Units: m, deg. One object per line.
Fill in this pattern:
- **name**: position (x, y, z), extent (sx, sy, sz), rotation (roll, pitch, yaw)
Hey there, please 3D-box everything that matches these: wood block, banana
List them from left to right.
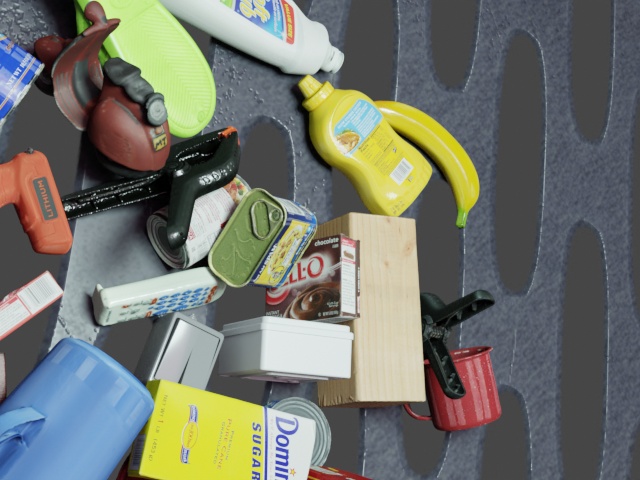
- **wood block**: position (0.051, 0.081, 1.198), extent (0.090, 0.091, 0.206), rotation (5, 76, -31)
- **banana**: position (0.141, -0.111, 1.332), extent (0.197, 0.037, 0.069), rotation (50, 58, -12)

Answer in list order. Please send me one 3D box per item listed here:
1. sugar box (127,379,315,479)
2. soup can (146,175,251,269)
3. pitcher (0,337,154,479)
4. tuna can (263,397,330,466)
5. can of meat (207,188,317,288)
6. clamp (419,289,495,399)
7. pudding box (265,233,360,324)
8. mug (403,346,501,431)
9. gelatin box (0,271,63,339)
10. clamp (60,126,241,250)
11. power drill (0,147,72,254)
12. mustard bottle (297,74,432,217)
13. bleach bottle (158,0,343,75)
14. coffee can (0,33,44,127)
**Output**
- **sugar box**: position (-0.093, 0.201, 1.039), extent (0.176, 0.048, 0.093), rotation (18, 73, -24)
- **soup can**: position (-0.124, -0.021, 1.130), extent (0.102, 0.069, 0.068), rotation (-34, 96, -32)
- **pitcher**: position (-0.259, 0.202, 0.924), extent (0.145, 0.149, 0.242), rotation (44, 68, -19)
- **tuna can**: position (-0.034, 0.213, 1.148), extent (0.086, 0.034, 0.086), rotation (8, 74, -30)
- **can of meat**: position (-0.057, 0.001, 1.121), extent (0.102, 0.057, 0.083), rotation (-58, 155, 10)
- **clamp**: position (0.127, 0.112, 1.196), extent (0.039, 0.172, 0.120), rotation (24, 78, -24)
- **pudding box**: position (-0.009, 0.047, 1.156), extent (0.039, 0.114, 0.090), rotation (16, 69, -49)
- **mug**: position (0.152, 0.176, 1.246), extent (0.117, 0.093, 0.081), rotation (-13, 89, -3)
- **gelatin box**: position (-0.293, 0.069, 1.001), extent (0.089, 0.073, 0.030), rotation (-39, 98, -31)
- **clamp**: position (-0.143, -0.057, 1.091), extent (0.209, 0.165, 0.036), rotation (-36, 132, -37)
- **power drill**: position (-0.334, -0.003, 1.003), extent (0.187, 0.057, 0.184), rotation (-15, 86, -33)
- **mustard bottle**: position (0.043, -0.119, 1.261), extent (0.191, 0.058, 0.096), rotation (47, 61, -14)
- **bleach bottle**: position (-0.080, -0.264, 1.222), extent (0.250, 0.068, 0.102), rotation (24, 59, -28)
- **coffee can**: position (-0.349, -0.169, 1.008), extent (0.140, 0.103, 0.102), rotation (37, 62, -19)
